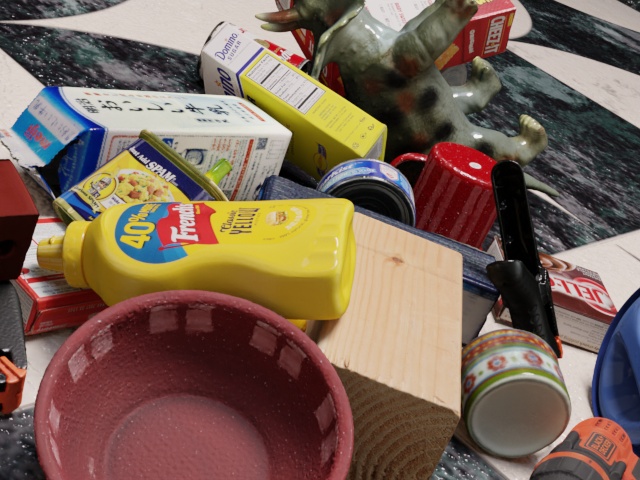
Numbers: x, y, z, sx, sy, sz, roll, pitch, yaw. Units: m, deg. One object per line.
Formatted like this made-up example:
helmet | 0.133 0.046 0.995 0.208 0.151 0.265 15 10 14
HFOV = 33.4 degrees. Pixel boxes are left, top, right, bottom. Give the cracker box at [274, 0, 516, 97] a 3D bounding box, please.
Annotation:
cracker box | 0.076 -0.251 1.157 0.213 0.072 0.164 -17 55 -16

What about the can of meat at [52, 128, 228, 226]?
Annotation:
can of meat | -0.121 -0.016 0.735 0.083 0.057 0.102 -40 58 -20

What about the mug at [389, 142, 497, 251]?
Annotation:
mug | 0.115 -0.043 0.992 0.117 0.082 0.093 24 26 1

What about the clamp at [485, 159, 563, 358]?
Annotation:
clamp | 0.155 0.025 0.813 0.039 0.171 0.120 -2 53 21

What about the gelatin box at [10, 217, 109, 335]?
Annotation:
gelatin box | -0.178 0.021 0.687 0.089 0.030 0.073 39 28 30

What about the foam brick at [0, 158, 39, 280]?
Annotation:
foam brick | -0.206 -0.010 0.595 0.078 0.053 0.051 -6 45 -41

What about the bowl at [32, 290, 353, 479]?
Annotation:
bowl | -0.067 0.105 0.557 0.162 0.055 0.162 7 48 -8

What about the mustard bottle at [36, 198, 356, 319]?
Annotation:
mustard bottle | -0.077 0.009 0.643 0.192 0.058 0.096 0 30 8

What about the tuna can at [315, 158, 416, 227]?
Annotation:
tuna can | 0.036 -0.023 0.885 0.086 0.086 0.033 19 28 -10

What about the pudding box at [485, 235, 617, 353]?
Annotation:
pudding box | 0.202 0.048 0.940 0.113 0.039 0.090 17 27 -13

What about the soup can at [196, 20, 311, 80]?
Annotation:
soup can | -0.069 -0.179 1.116 0.102 0.069 0.068 27 26 9

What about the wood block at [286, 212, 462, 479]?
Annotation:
wood block | 0.036 0.073 0.697 0.091 0.090 0.206 22 26 -2

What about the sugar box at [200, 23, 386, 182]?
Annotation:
sugar box | -0.025 -0.110 0.947 0.176 0.093 0.048 32 67 14
